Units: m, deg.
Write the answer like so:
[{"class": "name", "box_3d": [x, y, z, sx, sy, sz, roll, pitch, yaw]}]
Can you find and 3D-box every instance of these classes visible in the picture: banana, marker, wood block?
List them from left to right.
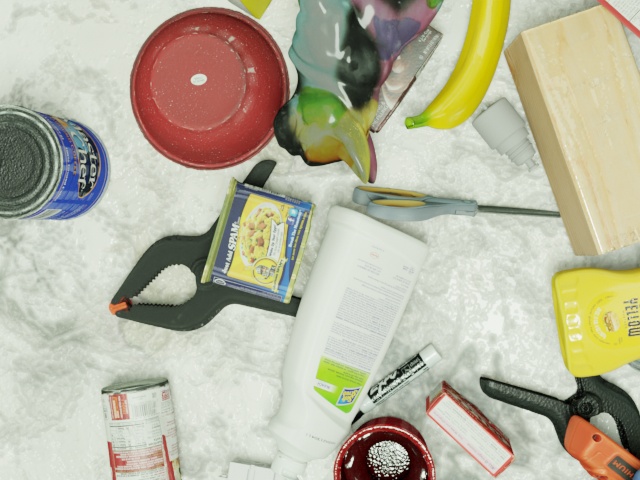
[{"class": "marker", "box_3d": [0.064, 0.142, 1.031, 0.121, 0.020, 0.020, -37, 87, 6]}, {"class": "banana", "box_3d": [0.143, -0.182, 0.995, 0.037, 0.069, 0.198, 20, 86, 39]}, {"class": "wood block", "box_3d": [0.248, -0.097, 0.967, 0.090, 0.091, 0.206, -19, 89, 0]}]

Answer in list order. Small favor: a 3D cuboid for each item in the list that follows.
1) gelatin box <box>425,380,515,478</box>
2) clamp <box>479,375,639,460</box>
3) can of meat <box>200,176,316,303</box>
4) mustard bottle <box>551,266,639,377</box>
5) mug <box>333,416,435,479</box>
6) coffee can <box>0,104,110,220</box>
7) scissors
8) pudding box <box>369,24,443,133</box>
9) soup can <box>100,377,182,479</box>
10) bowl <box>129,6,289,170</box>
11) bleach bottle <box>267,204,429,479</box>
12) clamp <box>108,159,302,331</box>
[{"class": "gelatin box", "box_3d": [0.140, 0.174, 0.996, 0.089, 0.073, 0.030, 42, 95, 4]}, {"class": "clamp", "box_3d": [0.234, 0.157, 1.003, 0.120, 0.039, 0.171, -33, 88, 7]}, {"class": "can of meat", "box_3d": [-0.056, 0.001, 0.993, 0.084, 0.057, 0.102, 16, 89, -3]}, {"class": "mustard bottle", "box_3d": [0.308, 0.061, 0.948, 0.191, 0.058, 0.096, -9, 90, 6]}, {"class": "mug", "box_3d": [0.059, 0.223, 1.002, 0.093, 0.081, 0.117, 10, 92, 6]}, {"class": "coffee can", "box_3d": [-0.267, -0.070, 1.002, 0.103, 0.140, 0.103, 0, 91, 6]}, {"class": "scissors", "box_3d": [0.127, -0.027, 0.988, 0.202, 0.096, 0.016, 8, 105, 9]}, {"class": "pudding box", "box_3d": [0.050, -0.172, 1.016, 0.090, 0.039, 0.113, 36, 94, 6]}, {"class": "soup can", "box_3d": [-0.174, 0.189, 1.034, 0.068, 0.068, 0.102, -8, 90, 6]}, {"class": "bowl", "box_3d": [-0.112, -0.149, 1.027, 0.162, 0.055, 0.162, 0, 91, 6]}, {"class": "bleach bottle", "box_3d": [0.009, 0.101, 0.994, 0.102, 0.068, 0.251, 24, 89, -25]}, {"class": "clamp", "box_3d": [-0.108, 0.020, 1.039, 0.210, 0.036, 0.164, -14, 88, 2]}]
